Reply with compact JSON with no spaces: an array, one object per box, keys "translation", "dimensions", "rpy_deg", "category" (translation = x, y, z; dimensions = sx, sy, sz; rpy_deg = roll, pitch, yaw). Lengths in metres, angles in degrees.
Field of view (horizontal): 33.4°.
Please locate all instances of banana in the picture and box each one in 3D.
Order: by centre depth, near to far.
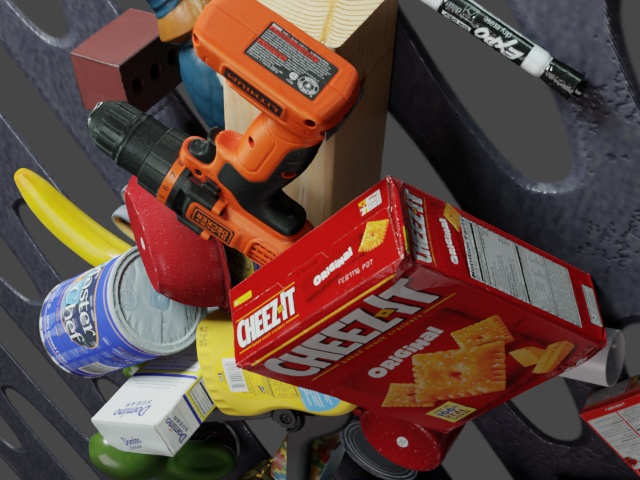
[{"translation":[-0.225,-0.003,1.075],"dimensions":[0.198,0.037,0.070],"rpy_deg":[32,141,4],"category":"banana"}]

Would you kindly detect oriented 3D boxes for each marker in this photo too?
[{"translation":[0.116,-0.127,0.676],"dimensions":[0.121,0.020,0.020],"rpy_deg":[35,143,5],"category":"marker"}]

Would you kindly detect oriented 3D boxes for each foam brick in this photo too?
[{"translation":[-0.149,-0.139,0.840],"dimensions":[0.051,0.078,0.053],"rpy_deg":[20,139,26],"category":"foam brick"}]

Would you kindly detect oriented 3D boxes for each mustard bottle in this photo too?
[{"translation":[-0.010,0.103,0.912],"dimensions":[0.192,0.058,0.096],"rpy_deg":[-4,108,29],"category":"mustard bottle"}]

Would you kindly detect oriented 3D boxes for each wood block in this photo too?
[{"translation":[-0.009,-0.089,0.762],"dimensions":[0.090,0.090,0.206],"rpy_deg":[24,140,18],"category":"wood block"}]

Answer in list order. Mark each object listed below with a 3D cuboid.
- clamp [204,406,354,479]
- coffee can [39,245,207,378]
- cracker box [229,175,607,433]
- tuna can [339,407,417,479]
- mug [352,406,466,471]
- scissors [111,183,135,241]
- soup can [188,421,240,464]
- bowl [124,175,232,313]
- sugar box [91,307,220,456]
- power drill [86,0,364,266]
[{"translation":[-0.038,0.159,1.021],"dimensions":[0.164,0.036,0.210],"rpy_deg":[35,119,0],"category":"clamp"},{"translation":[-0.187,0.069,1.007],"dimensions":[0.141,0.102,0.102],"rpy_deg":[-22,113,47],"category":"coffee can"},{"translation":[0.070,0.057,0.747],"dimensions":[0.213,0.072,0.164],"rpy_deg":[23,136,-37],"category":"cracker box"},{"translation":[0.064,0.194,1.038],"dimensions":[0.086,0.033,0.086],"rpy_deg":[23,140,21],"category":"tuna can"},{"translation":[0.077,0.142,0.934],"dimensions":[0.117,0.081,0.093],"rpy_deg":[14,136,30],"category":"mug"},{"translation":[-0.117,0.005,1.009],"dimensions":[0.202,0.016,0.096],"rpy_deg":[25,146,20],"category":"scissors"},{"translation":[-0.148,0.249,1.246],"dimensions":[0.068,0.068,0.102],"rpy_deg":[48,143,-12],"category":"soup can"},{"translation":[-0.127,-0.008,0.907],"dimensions":[0.162,0.055,0.162],"rpy_deg":[162,90,-75],"category":"bowl"},{"translation":[-0.125,0.127,1.010],"dimensions":[0.094,0.176,0.048],"rpy_deg":[-4,126,42],"category":"sugar box"},{"translation":[-0.064,-0.074,0.702],"dimensions":[0.184,0.057,0.188],"rpy_deg":[33,145,1],"category":"power drill"}]
